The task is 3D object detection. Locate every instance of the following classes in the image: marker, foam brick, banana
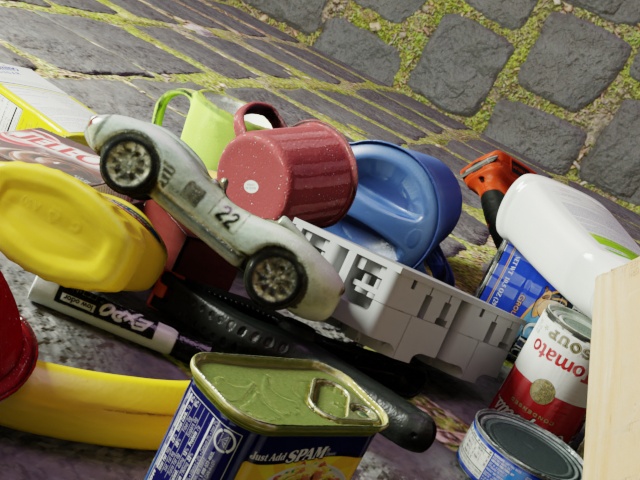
[{"bbox_3d":[-0.120,0.051,0.658,0.121,0.020,0.020,24,15,-9],"label":"marker"},{"bbox_3d":[-0.100,0.007,0.781,0.052,0.051,0.078,14,18,-35],"label":"foam brick"},{"bbox_3d":[-0.112,0.082,0.542,0.197,0.037,0.070,14,0,-43],"label":"banana"}]

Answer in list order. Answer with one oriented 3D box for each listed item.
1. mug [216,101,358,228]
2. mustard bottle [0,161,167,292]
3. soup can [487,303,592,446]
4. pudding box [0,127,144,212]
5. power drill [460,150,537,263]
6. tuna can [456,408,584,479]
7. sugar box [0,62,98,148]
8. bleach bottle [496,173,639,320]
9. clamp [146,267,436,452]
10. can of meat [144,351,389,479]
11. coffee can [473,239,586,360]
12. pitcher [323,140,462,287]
[{"bbox_3d":[-0.035,-0.061,0.872,0.081,0.093,0.117,-12,76,-50],"label":"mug"},{"bbox_3d":[-0.145,-0.003,0.673,0.096,0.058,0.191,28,-3,3],"label":"mustard bottle"},{"bbox_3d":[0.174,0.107,0.796,0.068,0.102,0.068,24,15,-7],"label":"soup can"},{"bbox_3d":[-0.197,-0.048,0.794,0.114,0.039,0.089,24,20,19],"label":"pudding box"},{"bbox_3d":[0.229,0.004,1.178,0.184,0.057,0.187,23,45,-47],"label":"power drill"},{"bbox_3d":[0.135,0.151,0.715,0.086,0.034,0.086,24,15,-7],"label":"tuna can"},{"bbox_3d":[-0.246,-0.106,0.941,0.176,0.048,0.093,31,15,32],"label":"sugar box"},{"bbox_3d":[0.214,0.020,0.840,0.102,0.068,0.251,20,17,-9],"label":"bleach bottle"},{"bbox_3d":[-0.014,0.074,0.722,0.210,0.036,0.164,25,5,8],"label":"clamp"},{"bbox_3d":[-0.029,0.104,0.499,0.101,0.084,0.058,10,21,-46],"label":"can of meat"},{"bbox_3d":[0.212,0.071,0.985,0.140,0.103,0.102,28,15,7],"label":"coffee can"},{"bbox_3d":[0.080,-0.025,1.081,0.145,0.149,0.242,11,8,15],"label":"pitcher"}]
